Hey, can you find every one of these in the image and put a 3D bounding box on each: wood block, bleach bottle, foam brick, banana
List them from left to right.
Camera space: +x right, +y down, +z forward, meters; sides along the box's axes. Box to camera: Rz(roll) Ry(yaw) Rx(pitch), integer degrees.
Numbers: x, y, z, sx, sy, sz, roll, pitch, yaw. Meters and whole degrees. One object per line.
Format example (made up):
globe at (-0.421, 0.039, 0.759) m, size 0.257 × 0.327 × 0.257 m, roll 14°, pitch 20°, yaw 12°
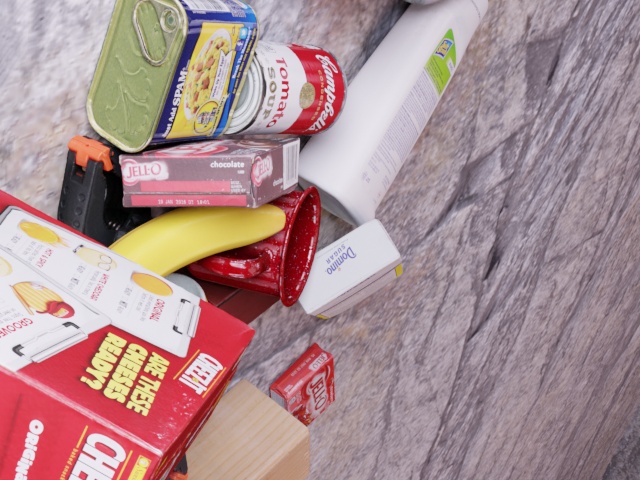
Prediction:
banana at (-0.107, 0.022, 0.703) m, size 0.197 × 0.069 × 0.037 m, roll -45°, pitch -167°, yaw -28°
wood block at (-0.111, 0.240, 0.999) m, size 0.205 × 0.090 × 0.091 m, roll -39°, pitch 150°, yaw -30°
foam brick at (-0.075, 0.037, 0.874) m, size 0.078 × 0.053 × 0.051 m, roll -36°, pitch 147°, yaw -32°
bleach bottle at (0.074, -0.137, 0.921) m, size 0.251 × 0.068 × 0.102 m, roll -56°, pitch 157°, yaw -6°

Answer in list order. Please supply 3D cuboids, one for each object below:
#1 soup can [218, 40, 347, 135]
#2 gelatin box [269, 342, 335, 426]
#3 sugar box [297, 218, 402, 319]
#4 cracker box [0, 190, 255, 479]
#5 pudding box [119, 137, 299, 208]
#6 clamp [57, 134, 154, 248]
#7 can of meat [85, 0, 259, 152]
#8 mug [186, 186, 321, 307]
soup can at (-0.036, -0.108, 0.760) m, size 0.102 × 0.069 × 0.068 m, roll -9°, pitch 127°, yaw -55°
gelatin box at (-0.018, 0.162, 1.132) m, size 0.073 × 0.030 × 0.089 m, roll -41°, pitch 150°, yaw -29°
sugar box at (0.024, 0.029, 0.949) m, size 0.093 × 0.048 × 0.176 m, roll -32°, pitch 170°, yaw 0°
cracker box at (-0.156, 0.045, 0.518) m, size 0.072 × 0.214 × 0.164 m, roll -62°, pitch 177°, yaw 17°
pudding box at (-0.070, -0.046, 0.709) m, size 0.113 × 0.090 × 0.039 m, roll -31°, pitch 122°, yaw -74°
clamp at (-0.136, -0.009, 0.740) m, size 0.120 × 0.039 × 0.171 m, roll -55°, pitch 158°, yaw -43°
can of meat at (-0.091, -0.111, 0.679) m, size 0.083 × 0.057 × 0.102 m, roll -15°, pitch 132°, yaw -56°
mug at (-0.055, 0.001, 0.799) m, size 0.117 × 0.081 × 0.093 m, roll -51°, pitch 150°, yaw -63°
